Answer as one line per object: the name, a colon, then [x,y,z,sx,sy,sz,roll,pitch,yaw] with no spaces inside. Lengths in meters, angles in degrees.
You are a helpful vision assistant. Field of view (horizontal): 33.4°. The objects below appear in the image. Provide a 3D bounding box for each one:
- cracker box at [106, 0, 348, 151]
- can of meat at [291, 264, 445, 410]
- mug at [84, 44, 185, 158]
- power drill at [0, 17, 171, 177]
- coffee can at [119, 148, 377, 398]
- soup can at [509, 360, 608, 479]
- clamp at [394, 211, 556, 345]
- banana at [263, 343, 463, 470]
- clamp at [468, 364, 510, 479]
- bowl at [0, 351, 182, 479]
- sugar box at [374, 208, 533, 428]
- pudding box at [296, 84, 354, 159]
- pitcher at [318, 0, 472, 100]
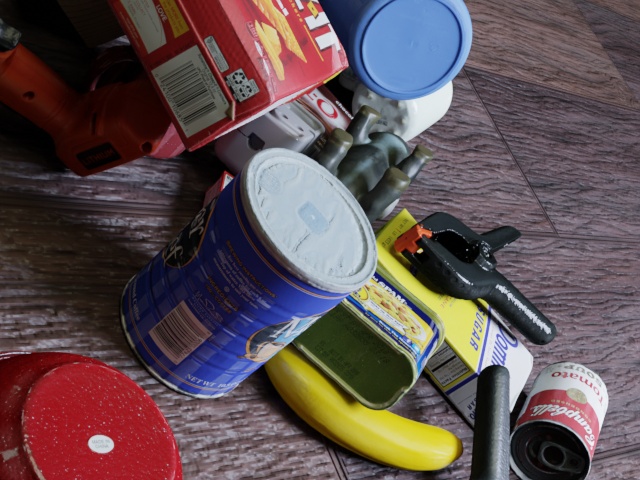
cracker box: [-0.065,-0.162,0.709,0.164,0.072,0.213,62,20,-7]
can of meat: [0.032,0.063,0.755,0.102,0.057,0.083,40,23,4]
mug: [-0.121,-0.115,0.787,0.117,0.082,0.093,0,56,-49]
power drill: [-0.180,-0.117,0.651,0.187,0.185,0.057,37,62,-31]
coffee can: [-0.047,0.023,0.679,0.102,0.141,0.103,29,38,-27]
soup can: [0.202,0.155,0.900,0.068,0.069,0.102,48,33,-2]
clamp: [0.130,0.013,0.904,0.171,0.039,0.120,29,32,-33]
banana: [0.031,0.123,0.763,0.197,0.037,0.069,36,37,-19]
clamp: [0.134,0.212,0.780,0.164,0.036,0.209,55,41,-13]
bowl: [-0.130,0.118,0.569,0.162,0.055,0.162,29,39,-27]
sugar box: [0.101,0.064,0.895,0.176,0.048,0.093,47,33,-2]
pudding box: [-0.024,-0.116,0.937,0.113,0.039,0.089,49,33,0]
pitcher: [0.058,-0.235,0.979,0.149,0.145,0.243,61,5,-34]
